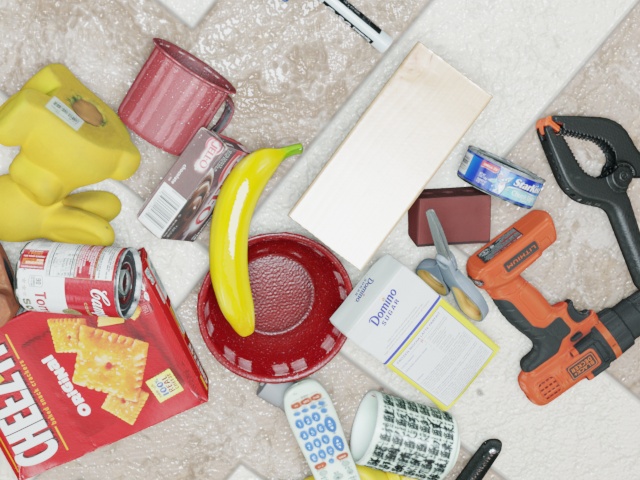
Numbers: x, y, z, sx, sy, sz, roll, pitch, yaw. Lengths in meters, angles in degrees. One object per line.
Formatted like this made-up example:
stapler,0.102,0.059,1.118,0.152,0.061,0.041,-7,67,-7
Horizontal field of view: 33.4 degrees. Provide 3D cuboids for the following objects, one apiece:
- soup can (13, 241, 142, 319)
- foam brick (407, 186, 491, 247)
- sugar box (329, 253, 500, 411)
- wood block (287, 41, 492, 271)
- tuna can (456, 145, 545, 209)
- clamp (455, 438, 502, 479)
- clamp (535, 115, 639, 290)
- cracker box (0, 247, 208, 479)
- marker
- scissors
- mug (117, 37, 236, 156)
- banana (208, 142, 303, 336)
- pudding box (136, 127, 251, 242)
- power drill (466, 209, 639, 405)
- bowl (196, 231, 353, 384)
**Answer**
soup can,-0.227,0.036,1.003,0.102,0.068,0.068,4,104,9
foam brick,0.132,-0.026,1.104,0.078,0.053,0.051,-4,105,-7
sugar box,0.100,0.097,1.105,0.176,0.048,0.093,40,89,-32
wood block,0.065,-0.080,1.044,0.091,0.090,0.206,37,91,0
tuna can,0.182,-0.064,1.083,0.086,0.086,0.034,22,102,-12
clamp,0.152,0.293,1.195,0.171,0.039,0.120,-21,104,-1
clamp,0.319,-0.071,1.117,0.210,0.036,0.164,42,80,-7
cracker box,-0.242,0.127,1.086,0.213,0.072,0.164,-23,105,0
marker,0.021,-0.230,1.054,0.121,0.020,0.020,38,97,-14
scissors,0.113,0.016,1.065,0.016,0.096,0.201,-50,135,-14
mug,-0.134,-0.132,1.033,0.117,0.093,0.081,20,109,-49
banana,-0.073,-0.007,1.034,0.069,0.037,0.198,16,93,-5
pudding box,-0.120,-0.053,1.044,0.039,0.090,0.113,41,98,13
power drill,0.258,0.062,1.139,0.184,0.057,0.187,-37,105,-1
bowl,-0.047,0.063,1.102,0.162,0.055,0.162,-2,104,-7
